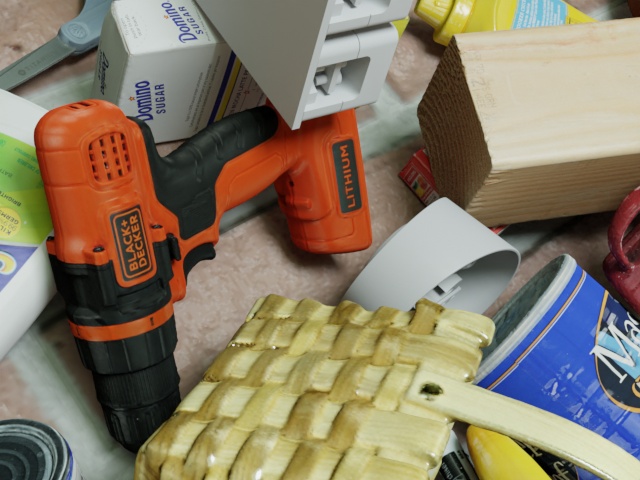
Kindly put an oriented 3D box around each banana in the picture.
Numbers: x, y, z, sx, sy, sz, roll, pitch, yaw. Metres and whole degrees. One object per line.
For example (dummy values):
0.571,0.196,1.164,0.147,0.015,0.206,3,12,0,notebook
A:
0.144,0.176,0.552,0.037,0.069,0.198,-44,84,4,banana

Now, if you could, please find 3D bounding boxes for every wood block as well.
0.175,-0.074,0.649,0.206,0.091,0.090,-7,68,-13,wood block

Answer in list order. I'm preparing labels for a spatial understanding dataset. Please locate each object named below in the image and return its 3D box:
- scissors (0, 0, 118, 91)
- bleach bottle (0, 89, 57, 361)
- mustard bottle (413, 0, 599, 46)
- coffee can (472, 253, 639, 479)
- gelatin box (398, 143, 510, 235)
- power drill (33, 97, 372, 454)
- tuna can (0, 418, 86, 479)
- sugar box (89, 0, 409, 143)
-0.153,-0.139,0.648,0.201,0.016,0.096,-25,71,-35,scissors
-0.194,0.044,0.523,0.102,0.068,0.250,28,60,-3,bleach bottle
0.154,-0.127,0.742,0.191,0.058,0.096,23,61,-9,mustard bottle
0.157,0.091,0.605,0.140,0.103,0.102,42,58,3,coffee can
0.108,-0.043,0.698,0.089,0.030,0.073,-35,79,-31,gelatin box
-0.054,0.001,0.569,0.187,0.057,0.184,-26,116,-41,power drill
-0.150,0.121,0.486,0.086,0.034,0.086,-10,33,7,tuna can
-0.044,-0.108,0.636,0.176,0.093,0.048,-10,63,-25,sugar box
